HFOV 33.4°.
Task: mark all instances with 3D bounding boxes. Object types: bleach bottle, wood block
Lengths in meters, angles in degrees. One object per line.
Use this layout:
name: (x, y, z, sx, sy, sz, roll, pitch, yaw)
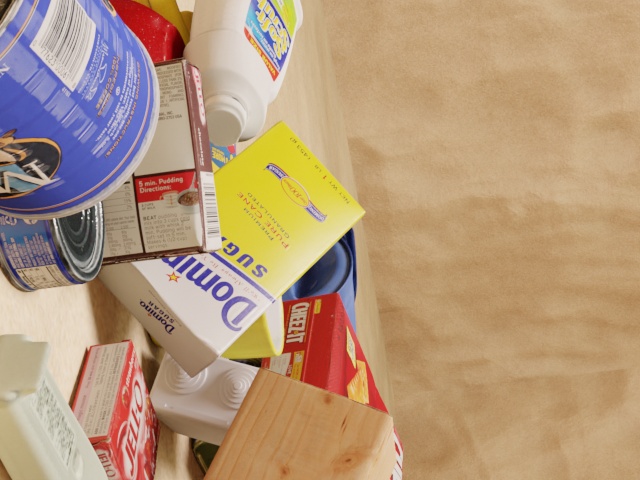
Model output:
bleach bottle: (-0.060, -0.142, 0.804, 0.250, 0.068, 0.102, -88, 158, -53)
wood block: (-0.035, 0.194, 0.631, 0.091, 0.090, 0.206, 78, 34, -59)

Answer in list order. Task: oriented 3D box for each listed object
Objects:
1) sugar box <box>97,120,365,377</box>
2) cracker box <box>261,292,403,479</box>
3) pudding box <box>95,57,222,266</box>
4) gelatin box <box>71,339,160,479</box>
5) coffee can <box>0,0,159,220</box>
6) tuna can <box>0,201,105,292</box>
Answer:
sugar box: (-0.054, 0.001, 0.715, 0.093, 0.048, 0.176, 47, 48, -2)
cracker box: (0.013, 0.178, 0.918, 0.164, 0.072, 0.213, -82, 155, -48)
pudding box: (-0.111, -0.043, 0.622, 0.039, 0.090, 0.113, 0, 83, -82)
gelatin box: (-0.119, 0.114, 0.622, 0.089, 0.030, 0.073, -92, 172, -57)
coffee can: (-0.131, -0.075, 0.413, 0.140, 0.103, 0.103, 60, 24, -73)
tuna can: (-0.142, -0.017, 0.559, 0.086, 0.034, 0.086, -7, 90, -84)
